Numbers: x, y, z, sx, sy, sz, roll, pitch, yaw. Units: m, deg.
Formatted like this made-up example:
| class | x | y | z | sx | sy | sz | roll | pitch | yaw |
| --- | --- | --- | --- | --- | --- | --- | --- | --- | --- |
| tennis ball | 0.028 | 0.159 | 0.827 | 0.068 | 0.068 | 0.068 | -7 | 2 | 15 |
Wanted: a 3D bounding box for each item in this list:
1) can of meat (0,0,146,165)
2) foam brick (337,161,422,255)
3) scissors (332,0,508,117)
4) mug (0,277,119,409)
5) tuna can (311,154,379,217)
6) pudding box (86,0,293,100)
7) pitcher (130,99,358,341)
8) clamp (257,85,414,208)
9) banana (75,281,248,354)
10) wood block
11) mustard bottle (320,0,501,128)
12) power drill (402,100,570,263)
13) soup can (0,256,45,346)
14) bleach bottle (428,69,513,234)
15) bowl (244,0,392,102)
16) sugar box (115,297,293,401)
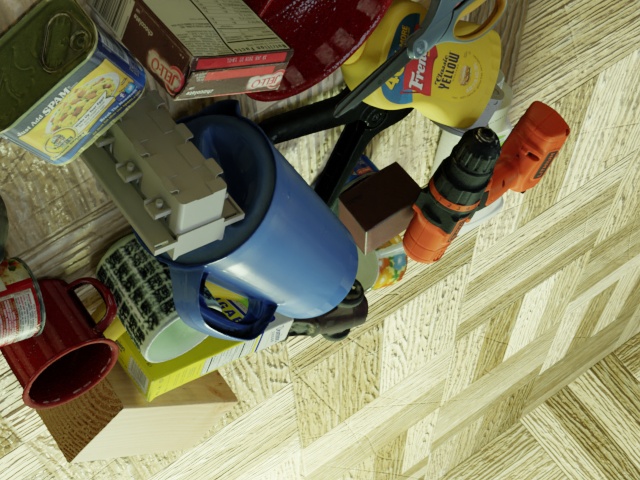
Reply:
| class | x | y | z | sx | sy | sz | roll | pitch | yaw |
| --- | --- | --- | --- | --- | --- | --- | --- | --- | --- |
| can of meat | -0.176 | -0.104 | 0.718 | 0.102 | 0.057 | 0.084 | -41 | 159 | 5 |
| foam brick | 0.063 | -0.034 | 1.106 | 0.078 | 0.053 | 0.051 | -32 | 155 | -14 |
| scissors | 0.083 | -0.181 | 0.884 | 0.201 | 0.016 | 0.096 | -30 | 130 | -28 |
| mug | -0.229 | 0.080 | 0.937 | 0.117 | 0.081 | 0.093 | -43 | 156 | 10 |
| tuna can | 0.028 | -0.052 | 1.135 | 0.086 | 0.034 | 0.086 | -32 | 156 | -16 |
| pudding box | -0.086 | -0.142 | 0.708 | 0.089 | 0.114 | 0.039 | -13 | 144 | -45 |
| pitcher | -0.056 | 0.001 | 0.940 | 0.149 | 0.145 | 0.242 | -41 | 152 | 5 |
| clamp | 0.035 | -0.126 | 1.008 | 0.210 | 0.036 | 0.164 | -45 | 150 | 5 |
| banana | -0.149 | 0.058 | 1.037 | 0.197 | 0.069 | 0.037 | -13 | 169 | -29 |
| wood block | -0.194 | 0.168 | 1.138 | 0.091 | 0.090 | 0.205 | -46 | 156 | 16 |
| mustard bottle | 0.074 | -0.162 | 0.940 | 0.191 | 0.058 | 0.096 | 8 | 105 | -39 |
| power drill | 0.172 | -0.073 | 1.077 | 0.187 | 0.057 | 0.185 | -32 | 160 | -36 |
| soup can | -0.280 | 0.058 | 0.844 | 0.102 | 0.068 | 0.069 | -18 | 149 | -38 |
| bleach bottle | 0.180 | -0.108 | 1.222 | 0.102 | 0.068 | 0.251 | -30 | 153 | -20 |
| bowl | -0.014 | -0.182 | 0.802 | 0.162 | 0.055 | 0.162 | -37 | 161 | -15 |
| sugar box | -0.124 | 0.087 | 1.091 | 0.175 | 0.093 | 0.048 | -24 | 152 | -33 |
